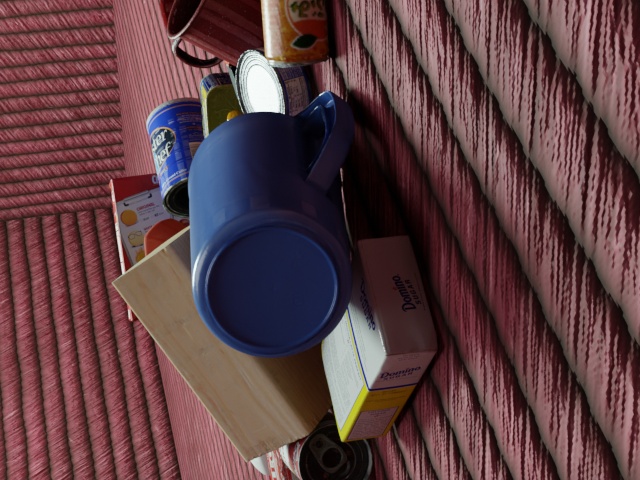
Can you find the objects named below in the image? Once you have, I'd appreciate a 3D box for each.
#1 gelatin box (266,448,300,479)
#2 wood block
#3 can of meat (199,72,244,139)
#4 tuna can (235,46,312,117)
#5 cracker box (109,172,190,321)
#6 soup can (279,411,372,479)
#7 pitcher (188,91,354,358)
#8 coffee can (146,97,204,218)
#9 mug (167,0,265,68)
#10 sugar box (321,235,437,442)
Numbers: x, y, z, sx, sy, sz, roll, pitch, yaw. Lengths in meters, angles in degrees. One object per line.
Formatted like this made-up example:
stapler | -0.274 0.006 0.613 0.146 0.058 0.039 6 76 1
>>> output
gelatin box | -0.032 0.230 1.073 0.073 0.030 0.089 164 97 -73
wood block | -0.079 0.085 0.976 0.090 0.090 0.206 -31 98 36
can of meat | -0.115 -0.149 1.304 0.084 0.057 0.102 -122 28 -65
tuna can | -0.044 -0.140 1.003 0.086 0.033 0.086 37 137 44
cracker box | -0.221 0.005 1.607 0.072 0.164 0.214 167 95 -75
soup can | 0.002 0.195 0.989 0.102 0.068 0.068 179 84 -77
pitcher | -0.034 -0.017 0.811 0.243 0.145 0.149 -103 4 -70
coffee can | -0.185 -0.117 1.514 0.103 0.102 0.140 103 155 -56
mug | -0.102 -0.217 1.068 0.117 0.081 0.093 -48 32 31
sugar box | 0.041 0.079 0.810 0.176 0.048 0.093 112 150 -58
